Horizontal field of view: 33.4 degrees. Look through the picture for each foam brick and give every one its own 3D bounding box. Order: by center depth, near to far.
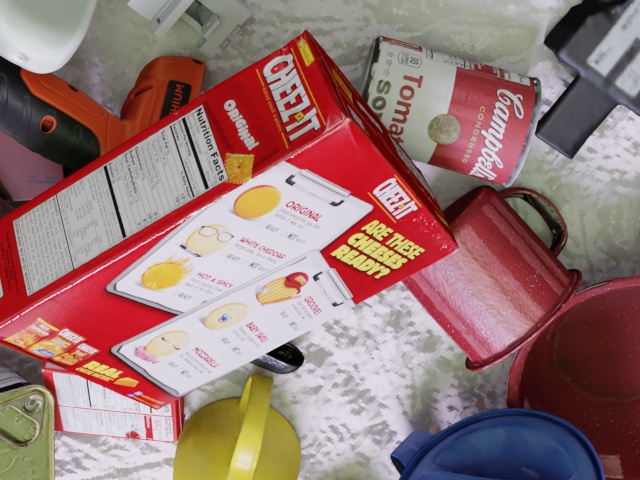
[{"bbox_3d":[-0.191,-0.057,0.661,0.078,0.051,0.053,1,110,1],"label":"foam brick"}]

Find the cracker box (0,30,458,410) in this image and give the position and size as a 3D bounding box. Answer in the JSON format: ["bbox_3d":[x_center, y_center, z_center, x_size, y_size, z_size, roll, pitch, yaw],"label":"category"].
[{"bbox_3d":[-0.054,0.001,0.582,0.214,0.072,0.164,-30,149,12],"label":"cracker box"}]

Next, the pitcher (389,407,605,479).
[{"bbox_3d":[0.141,0.228,0.700,0.145,0.149,0.242,-15,128,19],"label":"pitcher"}]

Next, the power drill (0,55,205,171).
[{"bbox_3d":[-0.161,-0.106,0.605,0.187,0.184,0.057,24,141,-23],"label":"power drill"}]

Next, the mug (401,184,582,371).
[{"bbox_3d":[0.107,0.012,0.664,0.117,0.093,0.081,-43,94,-20],"label":"mug"}]

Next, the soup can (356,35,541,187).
[{"bbox_3d":[0.072,-0.078,0.639,0.102,0.068,0.068,15,109,-3],"label":"soup can"}]

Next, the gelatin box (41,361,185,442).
[{"bbox_3d":[-0.136,0.100,0.712,0.089,0.030,0.073,6,138,0],"label":"gelatin box"}]

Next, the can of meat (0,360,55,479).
[{"bbox_3d":[-0.221,0.129,0.704,0.057,0.084,0.102,-13,116,-41],"label":"can of meat"}]
